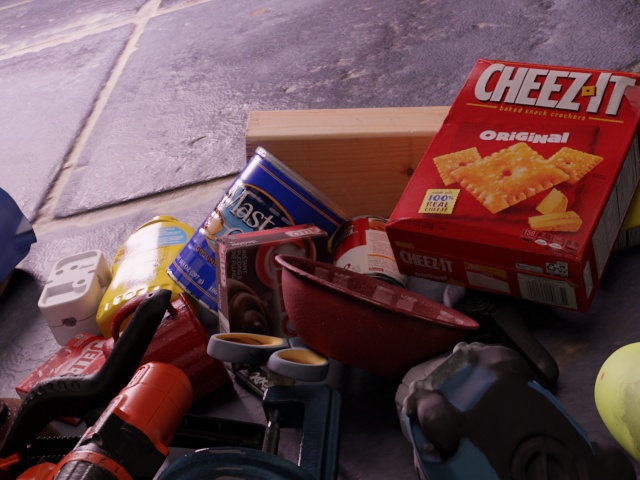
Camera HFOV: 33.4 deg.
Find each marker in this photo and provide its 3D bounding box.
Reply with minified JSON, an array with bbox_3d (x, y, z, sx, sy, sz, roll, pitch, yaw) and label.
[{"bbox_3d":[-0.044,0.122,0.887,0.020,0.020,0.121,-31,31,-21],"label":"marker"}]

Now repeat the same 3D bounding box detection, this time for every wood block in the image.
[{"bbox_3d":[0.032,-0.076,1.051,0.206,0.091,0.090,-1,23,0],"label":"wood block"}]

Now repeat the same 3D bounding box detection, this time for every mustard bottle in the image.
[{"bbox_3d":[-0.165,0.028,1.077,0.096,0.058,0.191,-18,30,9],"label":"mustard bottle"}]

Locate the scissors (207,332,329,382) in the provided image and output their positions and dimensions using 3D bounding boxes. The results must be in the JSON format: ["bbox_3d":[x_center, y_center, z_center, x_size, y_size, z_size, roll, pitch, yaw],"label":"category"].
[{"bbox_3d":[-0.001,0.087,0.820,0.096,0.016,0.201,17,7,39],"label":"scissors"}]

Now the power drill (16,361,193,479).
[{"bbox_3d":[-0.175,0.183,0.730,0.188,0.057,0.184,-39,11,39],"label":"power drill"}]

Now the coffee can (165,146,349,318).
[{"bbox_3d":[-0.056,0.001,0.959,0.140,0.102,0.103,-52,32,2],"label":"coffee can"}]

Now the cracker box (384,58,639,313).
[{"bbox_3d":[0.172,-0.055,0.887,0.164,0.072,0.213,11,54,29],"label":"cracker box"}]

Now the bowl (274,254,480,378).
[{"bbox_3d":[0.035,0.062,0.802,0.162,0.055,0.162,18,4,-2],"label":"bowl"}]

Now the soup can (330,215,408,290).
[{"bbox_3d":[0.043,0.032,0.941,0.068,0.068,0.102,-14,29,8],"label":"soup can"}]

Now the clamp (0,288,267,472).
[{"bbox_3d":[-0.153,0.138,0.824,0.210,0.164,0.036,-29,27,19],"label":"clamp"}]

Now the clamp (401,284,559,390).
[{"bbox_3d":[0.141,0.066,0.856,0.120,0.039,0.171,1,40,24],"label":"clamp"}]

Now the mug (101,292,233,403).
[{"bbox_3d":[-0.134,0.094,0.894,0.081,0.117,0.093,-29,38,-10],"label":"mug"}]

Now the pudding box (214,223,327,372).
[{"bbox_3d":[-0.040,0.047,0.896,0.089,0.113,0.039,-9,23,-21],"label":"pudding box"}]

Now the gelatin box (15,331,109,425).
[{"bbox_3d":[-0.222,0.124,0.977,0.073,0.030,0.089,8,39,39],"label":"gelatin box"}]
